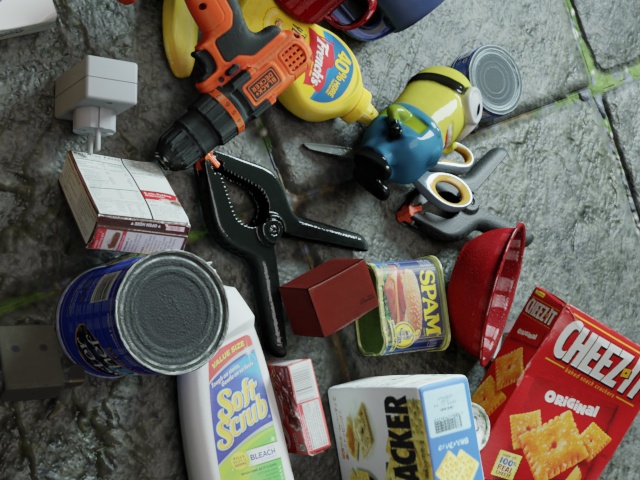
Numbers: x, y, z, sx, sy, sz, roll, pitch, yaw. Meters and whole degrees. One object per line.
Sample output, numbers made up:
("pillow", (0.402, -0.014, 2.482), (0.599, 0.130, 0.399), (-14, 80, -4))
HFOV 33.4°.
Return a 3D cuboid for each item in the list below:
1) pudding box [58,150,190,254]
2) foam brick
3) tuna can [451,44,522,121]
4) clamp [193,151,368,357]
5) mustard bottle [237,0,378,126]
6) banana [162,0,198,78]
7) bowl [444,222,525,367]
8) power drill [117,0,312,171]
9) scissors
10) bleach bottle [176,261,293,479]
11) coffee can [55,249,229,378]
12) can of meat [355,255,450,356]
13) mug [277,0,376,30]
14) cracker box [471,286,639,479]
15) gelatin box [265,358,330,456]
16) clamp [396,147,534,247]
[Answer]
("pudding box", (-0.174, -0.033, 0.944), (0.089, 0.114, 0.039), (6, 120, -31))
("foam brick", (0.008, 0.055, 1.044), (0.078, 0.051, 0.053), (-26, 106, -35))
("tuna can", (0.194, -0.184, 1.243), (0.086, 0.034, 0.086), (5, 80, -32))
("clamp", (-0.057, 0.001, 1.053), (0.209, 0.036, 0.164), (44, 62, -24))
("mustard bottle", (-0.016, -0.178, 1.093), (0.191, 0.058, 0.096), (35, 61, -24))
("banana", (-0.116, -0.255, 1.052), (0.069, 0.037, 0.197), (35, 66, -23))
("bowl", (0.174, 0.052, 1.154), (0.162, 0.055, 0.162), (15, 90, -72))
("power drill", (-0.118, -0.181, 0.979), (0.184, 0.057, 0.187), (-43, 115, -17))
("scissors", (0.084, -0.070, 1.142), (0.201, 0.016, 0.096), (-7, 67, -27))
("bleach bottle", (-0.094, 0.146, 0.995), (0.102, 0.068, 0.251), (-12, 87, -31))
("coffee can", (-0.156, 0.066, 0.918), (0.102, 0.141, 0.103), (5, 80, -32))
("can of meat", (0.083, 0.070, 1.122), (0.083, 0.058, 0.102), (-3, 84, -30))
("mug", (0.007, -0.261, 1.057), (0.117, 0.082, 0.093), (50, 35, -5))
("cracker box", (0.254, 0.183, 1.160), (0.164, 0.072, 0.214), (29, 94, -25))
("gelatin box", (-0.029, 0.160, 1.026), (0.030, 0.073, 0.089), (-14, 91, -33))
("clamp", (0.161, -0.050, 1.201), (0.171, 0.039, 0.120), (1, 67, -30))
